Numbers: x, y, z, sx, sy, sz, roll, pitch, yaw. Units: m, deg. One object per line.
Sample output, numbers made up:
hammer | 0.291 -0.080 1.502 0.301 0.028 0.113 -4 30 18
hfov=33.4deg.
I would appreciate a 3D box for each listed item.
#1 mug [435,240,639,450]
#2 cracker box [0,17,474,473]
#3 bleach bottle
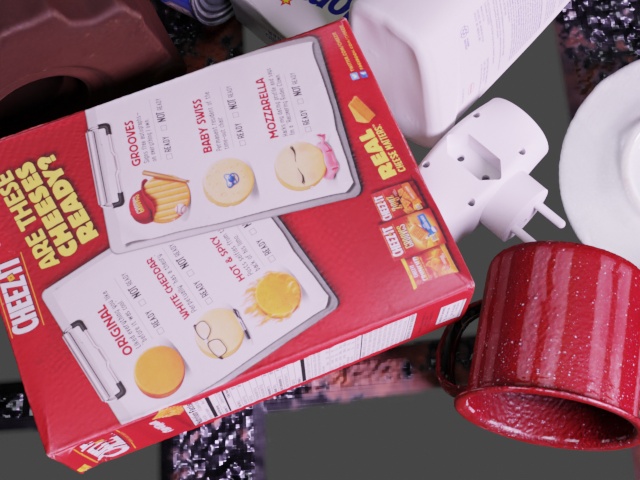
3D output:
mug | 0.110 0.054 0.542 0.117 0.093 0.081 -10 58 42
cracker box | -0.054 0.001 0.543 0.213 0.072 0.164 -21 70 -6
bleach bottle | 0.126 -0.169 0.619 0.250 0.102 0.068 -42 61 -18
